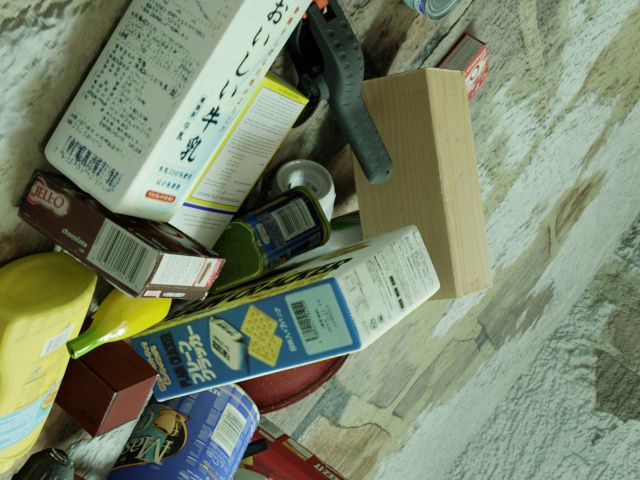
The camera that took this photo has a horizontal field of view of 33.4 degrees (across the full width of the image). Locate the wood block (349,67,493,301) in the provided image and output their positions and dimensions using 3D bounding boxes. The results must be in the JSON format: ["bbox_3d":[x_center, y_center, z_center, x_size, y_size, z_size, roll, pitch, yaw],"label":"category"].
[{"bbox_3d":[0.092,-0.049,0.995,0.090,0.091,0.206,-11,93,-59],"label":"wood block"}]

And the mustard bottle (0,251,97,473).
[{"bbox_3d":[-0.223,0.103,0.769,0.096,0.058,0.192,-40,158,-59],"label":"mustard bottle"}]

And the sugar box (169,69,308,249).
[{"bbox_3d":[-0.087,-0.056,0.830,0.176,0.048,0.093,-53,159,11],"label":"sugar box"}]

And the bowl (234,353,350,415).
[{"bbox_3d":[-0.048,0.101,1.067,0.162,0.162,0.055,-43,120,-26],"label":"bowl"}]

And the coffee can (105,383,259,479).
[{"bbox_3d":[-0.127,0.199,0.961,0.103,0.103,0.140,100,12,-50],"label":"coffee can"}]

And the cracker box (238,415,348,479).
[{"bbox_3d":[-0.082,0.338,1.284,0.214,0.164,0.072,-58,166,13],"label":"cracker box"}]

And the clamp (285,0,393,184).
[{"bbox_3d":[0.000,-0.131,0.854,0.039,0.120,0.171,-39,134,-27],"label":"clamp"}]

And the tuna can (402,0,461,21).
[{"bbox_3d":[0.109,-0.244,0.962,0.086,0.034,0.086,-44,157,-24],"label":"tuna can"}]

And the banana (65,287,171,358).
[{"bbox_3d":[-0.141,0.047,0.784,0.069,0.037,0.198,-19,-178,-2],"label":"banana"}]

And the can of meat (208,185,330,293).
[{"bbox_3d":[-0.056,0.001,0.923,0.083,0.057,0.102,-28,-176,-43],"label":"can of meat"}]

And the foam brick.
[{"bbox_3d":[-0.179,0.108,0.846,0.051,0.078,0.053,-21,144,-55],"label":"foam brick"}]

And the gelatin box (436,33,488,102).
[{"bbox_3d":[0.146,-0.170,1.161,0.089,0.030,0.073,-50,159,-8],"label":"gelatin box"}]

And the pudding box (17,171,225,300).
[{"bbox_3d":[-0.133,-0.002,0.720,0.039,0.114,0.090,-60,159,9],"label":"pudding box"}]
